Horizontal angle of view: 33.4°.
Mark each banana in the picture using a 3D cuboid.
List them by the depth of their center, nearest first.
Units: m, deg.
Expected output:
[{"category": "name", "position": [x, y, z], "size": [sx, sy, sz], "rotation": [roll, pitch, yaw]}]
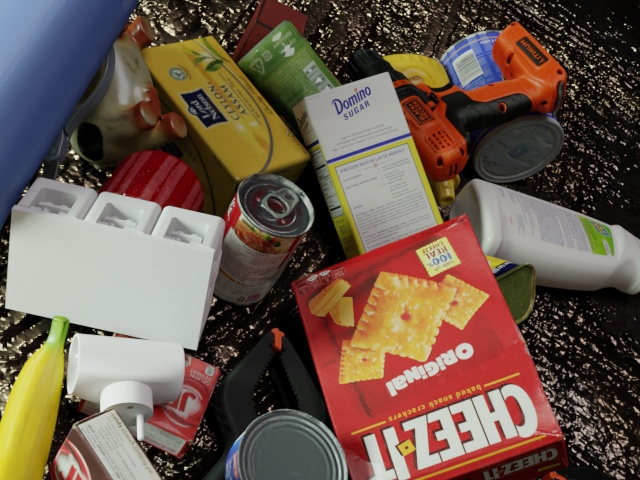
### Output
[{"category": "banana", "position": [-0.202, 0.135, 0.718], "size": [0.037, 0.070, 0.198], "rotation": [6, 35, -7]}]

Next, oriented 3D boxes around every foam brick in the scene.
[{"category": "foam brick", "position": [-0.055, -0.203, 1.111], "size": [0.051, 0.078, 0.053], "rotation": [24, 44, -13]}]

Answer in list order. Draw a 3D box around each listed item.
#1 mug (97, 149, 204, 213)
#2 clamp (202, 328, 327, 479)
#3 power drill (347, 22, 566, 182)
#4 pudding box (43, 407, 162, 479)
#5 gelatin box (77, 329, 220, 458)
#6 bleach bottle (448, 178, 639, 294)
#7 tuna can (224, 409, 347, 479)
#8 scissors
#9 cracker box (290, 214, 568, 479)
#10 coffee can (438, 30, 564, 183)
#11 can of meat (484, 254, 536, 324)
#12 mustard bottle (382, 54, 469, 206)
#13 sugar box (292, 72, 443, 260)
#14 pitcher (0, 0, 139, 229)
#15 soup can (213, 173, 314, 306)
[{"category": "mug", "position": [-0.139, -0.014, 0.892], "size": [0.117, 0.093, 0.081], "rotation": [50, 34, -21]}, {"category": "clamp", "position": [-0.048, 0.161, 0.816], "size": [0.164, 0.036, 0.210], "rotation": [10, 51, -24]}, {"category": "power drill", "position": [0.141, -0.158, 1.100], "size": [0.187, 0.057, 0.184], "rotation": [-26, 59, -15]}, {"category": "pudding box", "position": [-0.135, 0.181, 0.709], "size": [0.039, 0.090, 0.113], "rotation": [-24, 67, -43]}, {"category": "gelatin box", "position": [-0.129, 0.114, 0.816], "size": [0.089, 0.030, 0.073], "rotation": [26, 44, -6]}, {"category": "bleach bottle", "position": [0.258, 0.013, 1.112], "size": [0.250, 0.068, 0.102], "rotation": [15, 46, -22]}, {"category": "tuna can", "position": [-0.025, 0.169, 0.775], "size": [0.086, 0.034, 0.086], "rotation": [13, 54, -20]}, {"category": "scissors", "position": [-0.234, -0.084, 0.891], "size": [0.096, 0.016, 0.201], "rotation": [19, 81, 24]}, {"category": "cracker box", "position": [0.082, 0.102, 0.861], "size": [0.164, 0.072, 0.214], "rotation": [-21, 56, 4]}, {"category": "coffee can", "position": [0.198, -0.150, 1.192], "size": [0.102, 0.103, 0.140], "rotation": [4, 50, -28]}, {"category": "can of meat", "position": [0.136, 0.048, 0.987], "size": [0.084, 0.057, 0.101], "rotation": [17, 28, 40]}, {"category": "mustard bottle", "position": [0.108, -0.115, 1.140], "size": [0.096, 0.058, 0.191], "rotation": [-1, 53, -18]}, {"category": "sugar box", "position": [0.048, -0.060, 0.999], "size": [0.093, 0.048, 0.176], "rotation": [-19, 87, -20]}, {"category": "pitcher", "position": [-0.253, -0.131, 0.827], "size": [0.149, 0.145, 0.242], "rotation": [30, 73, 0]}, {"category": "soup can", "position": [-0.056, 0.001, 0.908], "size": [0.068, 0.102, 0.068], "rotation": [16, 46, -17]}]
